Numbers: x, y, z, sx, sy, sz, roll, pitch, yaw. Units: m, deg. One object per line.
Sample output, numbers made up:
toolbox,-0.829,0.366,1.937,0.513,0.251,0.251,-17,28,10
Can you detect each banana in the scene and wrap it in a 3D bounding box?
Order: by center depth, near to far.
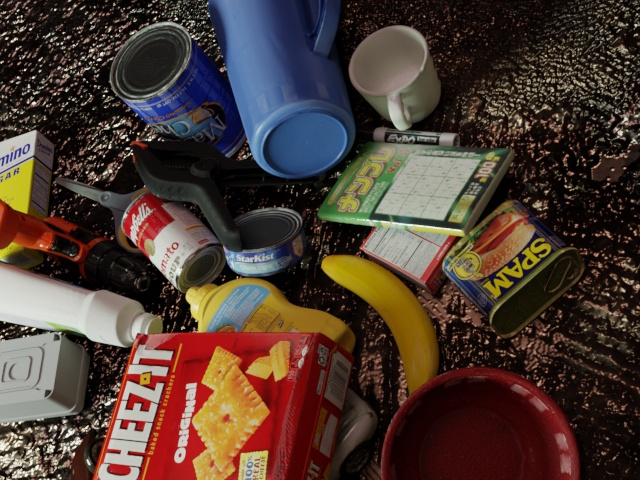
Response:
banana,0.063,0.073,1.012,0.069,0.037,0.198,-33,54,7

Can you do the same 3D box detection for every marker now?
marker,0.087,-0.107,1.111,0.121,0.020,0.020,9,68,31

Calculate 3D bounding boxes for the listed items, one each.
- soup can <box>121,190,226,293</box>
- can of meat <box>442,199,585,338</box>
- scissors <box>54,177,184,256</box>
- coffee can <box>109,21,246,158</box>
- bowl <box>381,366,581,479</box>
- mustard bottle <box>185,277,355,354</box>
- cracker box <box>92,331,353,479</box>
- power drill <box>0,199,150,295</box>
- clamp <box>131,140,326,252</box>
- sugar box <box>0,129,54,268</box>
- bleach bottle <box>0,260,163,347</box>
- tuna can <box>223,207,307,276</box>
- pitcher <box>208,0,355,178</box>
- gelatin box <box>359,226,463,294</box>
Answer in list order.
soup can,-0.155,0.000,1.138,0.068,0.068,0.102,-46,63,-2
can of meat,0.173,0.024,0.972,0.102,0.057,0.084,-41,50,1
scissors,-0.247,-0.030,1.244,0.202,0.016,0.096,3,65,29
coffee can,-0.152,-0.160,1.188,0.103,0.140,0.103,-12,58,21
bowl,0.129,0.185,0.881,0.162,0.055,0.162,0,84,0
mustard bottle,-0.064,0.089,1.056,0.192,0.058,0.096,26,76,35
cracker box,-0.090,0.165,0.948,0.214,0.072,0.164,-3,61,33
power drill,-0.293,0.002,1.145,0.185,0.187,0.057,20,86,38
clamp,-0.120,-0.059,1.119,0.210,0.036,0.164,16,39,21
sugar box,-0.379,-0.044,1.301,0.093,0.048,0.176,-17,58,19
bleach bottle,-0.280,0.073,1.164,0.251,0.102,0.068,11,79,24
tuna can,-0.057,0.001,1.093,0.086,0.034,0.086,-9,29,5
pitcher,-0.034,-0.191,1.128,0.145,0.149,0.243,-16,51,1
gelatin box,0.094,0.001,1.041,0.089,0.030,0.073,29,79,39
